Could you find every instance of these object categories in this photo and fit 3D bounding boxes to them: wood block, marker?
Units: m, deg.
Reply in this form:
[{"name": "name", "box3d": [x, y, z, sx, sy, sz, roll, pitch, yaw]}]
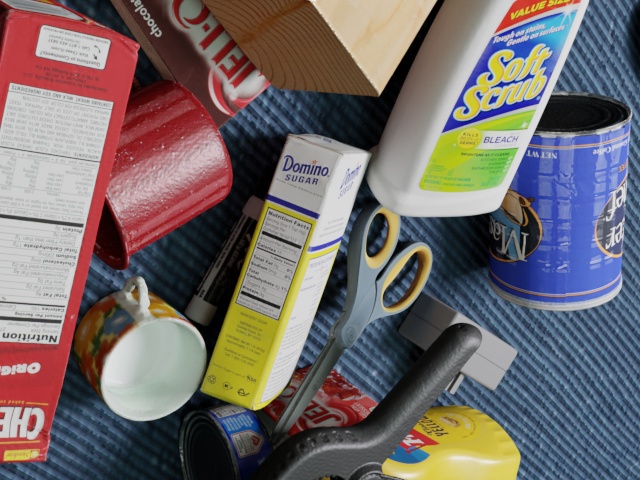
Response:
[{"name": "wood block", "box3d": [0.030, -0.193, 0.618, 0.090, 0.091, 0.206, 47, 66, -40]}, {"name": "marker", "box3d": [-0.055, 0.001, 0.719, 0.020, 0.020, 0.121, 28, 92, -38]}]

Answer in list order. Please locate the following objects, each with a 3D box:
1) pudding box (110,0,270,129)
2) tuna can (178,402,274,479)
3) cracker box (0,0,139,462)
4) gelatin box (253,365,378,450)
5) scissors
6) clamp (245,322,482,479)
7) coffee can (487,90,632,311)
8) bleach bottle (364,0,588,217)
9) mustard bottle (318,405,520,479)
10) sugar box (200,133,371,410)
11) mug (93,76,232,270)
[{"name": "pudding box", "box3d": [-0.066, -0.136, 0.642, 0.090, 0.039, 0.113, -43, 127, -12]}, {"name": "tuna can", "box3d": [-0.063, 0.155, 0.734, 0.033, 0.086, 0.086, -9, 114, -33]}, {"name": "cracker box", "box3d": [-0.169, -0.019, 0.543, 0.072, 0.164, 0.214, 7, 105, -33]}, {"name": "gelatin box", "box3d": [-0.005, 0.124, 0.757, 0.073, 0.089, 0.030, -14, 116, -29]}, {"name": "scissors", "box3d": [0.015, 0.045, 0.748, 0.201, 0.016, 0.096, -39, 120, -39]}, {"name": "clamp", "box3d": [0.028, 0.145, 0.705, 0.209, 0.036, 0.164, -12, 115, -25]}, {"name": "coffee can", "box3d": [0.179, -0.031, 0.808, 0.102, 0.103, 0.140, -17, 117, -27]}, {"name": "bleach bottle", "box3d": [0.109, -0.128, 0.677, 0.102, 0.068, 0.251, -2, 133, -22]}, {"name": "mustard bottle", "box3d": [0.052, 0.165, 0.808, 0.191, 0.096, 0.058, 1, 109, -34]}, {"name": "sugar box", "box3d": [-0.021, 0.018, 0.705, 0.093, 0.048, 0.176, -18, 126, -76]}, {"name": "mug", "box3d": [-0.112, -0.052, 0.625, 0.081, 0.093, 0.117, -32, 87, -25]}]
